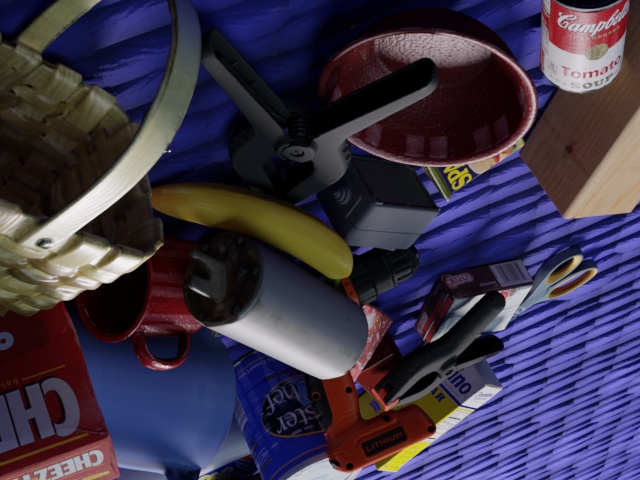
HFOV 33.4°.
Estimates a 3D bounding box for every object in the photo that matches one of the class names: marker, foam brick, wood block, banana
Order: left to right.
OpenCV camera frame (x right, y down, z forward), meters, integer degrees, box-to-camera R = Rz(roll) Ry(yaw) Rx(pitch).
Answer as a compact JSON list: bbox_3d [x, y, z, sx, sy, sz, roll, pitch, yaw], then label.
[{"bbox_3d":[-0.254,-0.027,0.744,0.121,0.020,0.020,-18,147,-15],"label":"marker"},{"bbox_3d":[-0.041,-0.006,0.859,0.197,0.037,0.070,27,134,-30],"label":"banana"},{"bbox_3d":[0.059,0.129,1.171,0.053,0.051,0.078,-30,148,5],"label":"foam brick"},{"bbox_3d":[0.273,-0.124,0.941,0.090,0.091,0.206,-6,142,-30],"label":"wood block"}]

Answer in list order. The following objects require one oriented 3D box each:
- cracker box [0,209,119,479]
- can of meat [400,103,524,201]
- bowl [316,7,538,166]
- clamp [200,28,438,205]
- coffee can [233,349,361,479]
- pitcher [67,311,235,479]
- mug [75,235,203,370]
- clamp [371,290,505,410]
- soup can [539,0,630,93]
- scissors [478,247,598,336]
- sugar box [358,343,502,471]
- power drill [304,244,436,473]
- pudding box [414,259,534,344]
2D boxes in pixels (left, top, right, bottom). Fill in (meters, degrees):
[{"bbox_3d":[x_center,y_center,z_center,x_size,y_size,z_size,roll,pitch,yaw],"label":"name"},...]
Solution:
[{"bbox_3d":[-0.248,0.083,0.721,0.164,0.214,0.072,-19,147,-15],"label":"cracker box"},{"bbox_3d":[0.118,-0.092,0.901,0.084,0.057,0.102,-34,148,4],"label":"can of meat"},{"bbox_3d":[0.081,-0.122,0.793,0.162,0.055,0.162,7,150,4],"label":"bowl"},{"bbox_3d":[-0.007,-0.082,0.793,0.164,0.036,0.210,4,153,-3],"label":"clamp"},{"bbox_3d":[-0.030,0.190,1.106,0.102,0.140,0.103,-20,147,-14],"label":"coffee can"},{"bbox_3d":[-0.199,0.129,0.877,0.242,0.149,0.145,16,102,-39],"label":"pitcher"},{"bbox_3d":[-0.133,0.047,0.855,0.093,0.117,0.081,-31,156,33],"label":"mug"},{"bbox_3d":[0.133,0.120,1.145,0.171,0.039,0.120,-29,142,-20],"label":"clamp"},{"bbox_3d":[0.208,-0.173,0.843,0.068,0.068,0.102,-25,149,-5],"label":"soup can"},{"bbox_3d":[0.235,0.066,1.250,0.201,0.016,0.096,-26,146,-4],"label":"scissors"},{"bbox_3d":[0.120,0.186,1.260,0.176,0.093,0.048,-45,145,23],"label":"sugar box"},{"bbox_3d":[0.038,0.110,1.014,0.184,0.187,0.057,-25,176,-4],"label":"power drill"},{"bbox_3d":[0.170,0.070,1.186,0.113,0.039,0.090,-8,143,-26],"label":"pudding box"}]
